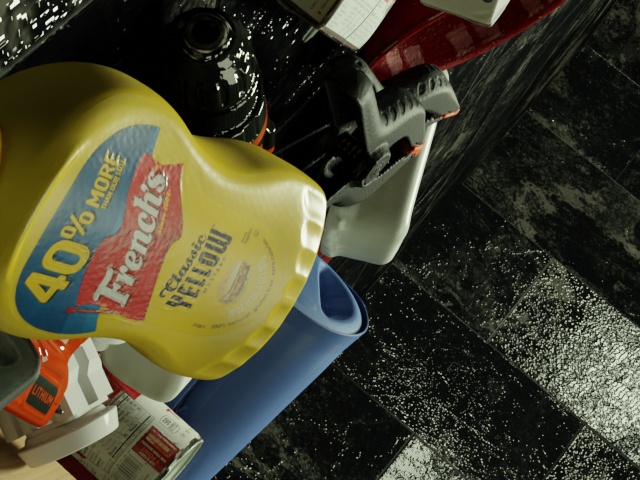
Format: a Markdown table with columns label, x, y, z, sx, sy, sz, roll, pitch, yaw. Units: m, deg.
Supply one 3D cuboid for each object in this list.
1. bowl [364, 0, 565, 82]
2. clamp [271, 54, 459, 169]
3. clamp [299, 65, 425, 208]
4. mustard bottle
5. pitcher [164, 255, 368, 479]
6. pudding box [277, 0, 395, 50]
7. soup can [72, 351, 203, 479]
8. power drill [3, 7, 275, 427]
| label | x | y | z | sx | sy | sz | roll | pitch | yaw |
| --- | --- | --- | --- | --- | --- | --- | --- | --- | --- |
| bowl | 0.089 | -0.160 | 0.698 | 0.162 | 0.055 | 0.162 | -24 | 174 | -3 |
| clamp | 0.031 | -0.082 | 0.699 | 0.209 | 0.036 | 0.165 | -23 | 169 | -41 |
| clamp | 0.020 | -0.055 | 0.587 | 0.120 | 0.039 | 0.171 | -52 | 171 | 35 |
| mustard bottle | -0.078 | -0.009 | 0.376 | 0.096 | 0.058 | 0.191 | -57 | 145 | 5 |
| pitcher | -0.087 | 0.111 | 0.902 | 0.243 | 0.149 | 0.145 | -49 | -145 | 19 |
| pudding box | 0.029 | -0.156 | 0.548 | 0.113 | 0.039 | 0.090 | -54 | 170 | 10 |
| soup can | -0.138 | 0.126 | 0.720 | 0.068 | 0.102 | 0.068 | -49 | 173 | -9 |
| power drill | -0.094 | -0.006 | 0.490 | 0.187 | 0.057 | 0.184 | -47 | 169 | -15 |
